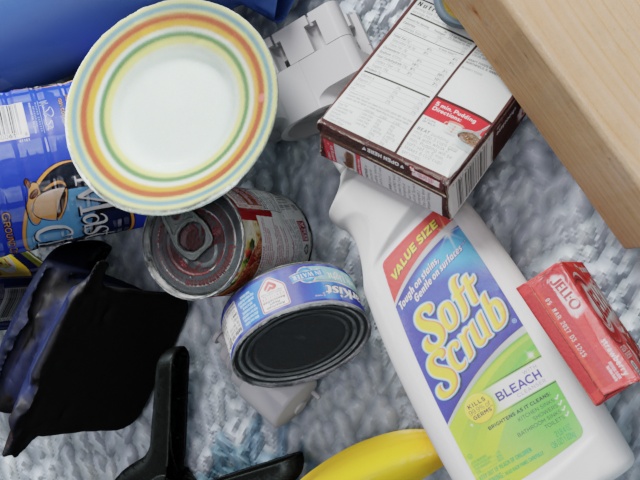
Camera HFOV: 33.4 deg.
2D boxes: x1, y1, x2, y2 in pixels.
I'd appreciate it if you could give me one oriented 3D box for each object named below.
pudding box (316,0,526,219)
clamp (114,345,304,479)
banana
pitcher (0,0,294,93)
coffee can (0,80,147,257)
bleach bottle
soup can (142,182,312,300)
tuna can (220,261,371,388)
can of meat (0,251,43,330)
[{"bbox_3d":[0.065,-0.079,0.617,0.090,0.039,0.113,28,64,22],"label":"pudding box"},{"bbox_3d":[-0.086,0.169,0.707,0.120,0.039,0.171,32,108,25],"label":"clamp"},{"bbox_3d":[0.004,0.180,0.672,0.069,0.037,0.198,32,107,-9],"label":"banana"},{"bbox_3d":[-0.140,-0.192,0.686,0.243,0.144,0.149,-19,51,25],"label":"pitcher"},{"bbox_3d":[-0.170,-0.048,0.676,0.140,0.103,0.103,-13,83,-15],"label":"coffee can"},{"bbox_3d":[0.072,0.044,0.624,0.102,0.068,0.251,-34,74,7],"label":"bleach bottle"},{"bbox_3d":[-0.054,0.001,0.659,0.069,0.102,0.068,0,90,23],"label":"soup can"},{"bbox_3d":[-0.015,0.050,0.634,0.086,0.086,0.034,-35,53,19],"label":"tuna can"},{"bbox_3d":[-0.254,0.024,0.756,0.102,0.083,0.057,33,102,20],"label":"can of meat"}]
